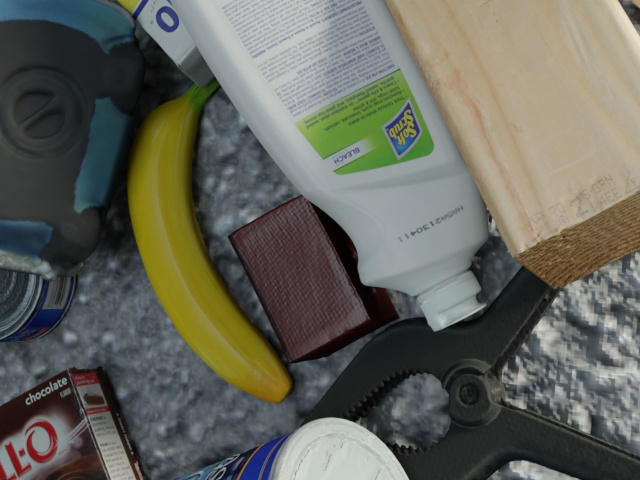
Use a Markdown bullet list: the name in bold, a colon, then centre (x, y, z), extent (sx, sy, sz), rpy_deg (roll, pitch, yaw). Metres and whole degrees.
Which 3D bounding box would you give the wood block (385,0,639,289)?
- **wood block**: centre (0.096, -0.092, 0.502), extent (0.090, 0.090, 0.206), rpy_deg (-29, 68, 17)

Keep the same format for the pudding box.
- **pudding box**: centre (-0.166, 0.138, 0.640), extent (0.114, 0.039, 0.090), rpy_deg (-29, 77, 18)

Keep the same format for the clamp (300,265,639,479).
- **clamp**: centre (0.087, 0.085, 0.538), extent (0.210, 0.036, 0.164), rpy_deg (-27, 71, 18)

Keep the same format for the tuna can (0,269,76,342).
- **tuna can**: centre (-0.196, 0.021, 0.661), extent (0.086, 0.033, 0.086), rpy_deg (-1, 87, 22)

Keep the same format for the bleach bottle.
- **bleach bottle**: centre (0.003, -0.068, 0.532), extent (0.102, 0.068, 0.251), rpy_deg (-28, 85, 2)

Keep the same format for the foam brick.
- **foam brick**: centre (-0.003, 0.020, 0.573), extent (0.051, 0.053, 0.078), rpy_deg (-31, 77, 18)

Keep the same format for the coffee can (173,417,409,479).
- **coffee can**: centre (-0.033, 0.157, 0.531), extent (0.141, 0.102, 0.103), rpy_deg (-28, 77, 36)

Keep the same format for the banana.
- **banana**: centre (-0.071, 0.002, 0.610), extent (0.070, 0.037, 0.198), rpy_deg (-18, 81, 21)
